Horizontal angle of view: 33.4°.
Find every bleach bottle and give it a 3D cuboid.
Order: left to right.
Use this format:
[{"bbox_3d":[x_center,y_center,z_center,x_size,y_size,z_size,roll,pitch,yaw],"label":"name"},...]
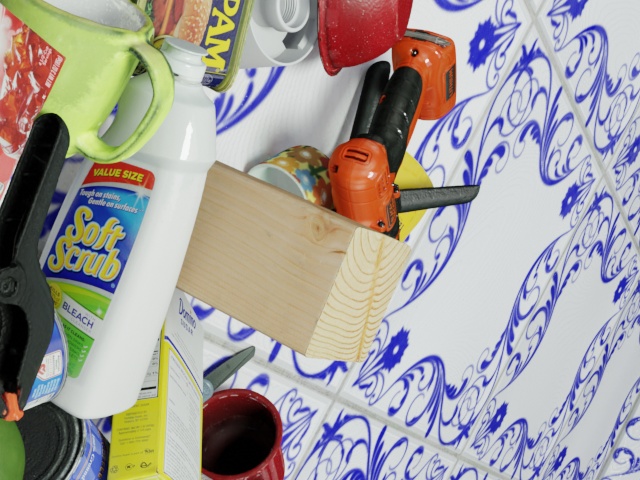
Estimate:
[{"bbox_3d":[-0.131,-0.013,0.697,0.067,0.103,0.251,-8,124,-54],"label":"bleach bottle"}]

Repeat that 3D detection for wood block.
[{"bbox_3d":[-0.055,0.001,0.751,0.090,0.206,0.091,17,96,-60],"label":"wood block"}]

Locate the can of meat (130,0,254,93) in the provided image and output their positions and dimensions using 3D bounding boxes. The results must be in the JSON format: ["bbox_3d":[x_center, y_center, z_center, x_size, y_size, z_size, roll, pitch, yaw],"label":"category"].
[{"bbox_3d":[-0.095,-0.154,0.703,0.083,0.058,0.102,2,110,-39],"label":"can of meat"}]

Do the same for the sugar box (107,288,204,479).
[{"bbox_3d":[-0.121,0.120,0.802,0.093,0.048,0.176,71,10,-50],"label":"sugar box"}]

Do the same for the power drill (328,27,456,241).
[{"bbox_3d":[0.065,-0.072,0.916,0.184,0.057,0.187,78,30,-59],"label":"power drill"}]

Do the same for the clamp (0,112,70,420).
[{"bbox_3d":[-0.186,0.018,0.568,0.120,0.039,0.171,-7,104,-48],"label":"clamp"}]

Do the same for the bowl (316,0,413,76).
[{"bbox_3d":[0.043,-0.208,0.847,0.162,0.055,0.162,9,90,-79],"label":"bowl"}]

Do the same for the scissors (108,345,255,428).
[{"bbox_3d":[-0.102,0.151,0.929,0.016,0.096,0.201,-30,167,33],"label":"scissors"}]

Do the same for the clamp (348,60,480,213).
[{"bbox_3d":[0.047,-0.040,0.993,0.164,0.036,0.210,44,75,-17],"label":"clamp"}]

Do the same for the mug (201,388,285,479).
[{"bbox_3d":[-0.070,0.204,0.977,0.093,0.117,0.081,-27,143,-15],"label":"mug"}]

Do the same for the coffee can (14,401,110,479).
[{"bbox_3d":[-0.191,0.179,0.771,0.102,0.103,0.140,-51,147,-23],"label":"coffee can"}]

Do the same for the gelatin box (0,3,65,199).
[{"bbox_3d":[-0.172,-0.071,0.513,0.073,0.030,0.089,40,63,-48],"label":"gelatin box"}]
